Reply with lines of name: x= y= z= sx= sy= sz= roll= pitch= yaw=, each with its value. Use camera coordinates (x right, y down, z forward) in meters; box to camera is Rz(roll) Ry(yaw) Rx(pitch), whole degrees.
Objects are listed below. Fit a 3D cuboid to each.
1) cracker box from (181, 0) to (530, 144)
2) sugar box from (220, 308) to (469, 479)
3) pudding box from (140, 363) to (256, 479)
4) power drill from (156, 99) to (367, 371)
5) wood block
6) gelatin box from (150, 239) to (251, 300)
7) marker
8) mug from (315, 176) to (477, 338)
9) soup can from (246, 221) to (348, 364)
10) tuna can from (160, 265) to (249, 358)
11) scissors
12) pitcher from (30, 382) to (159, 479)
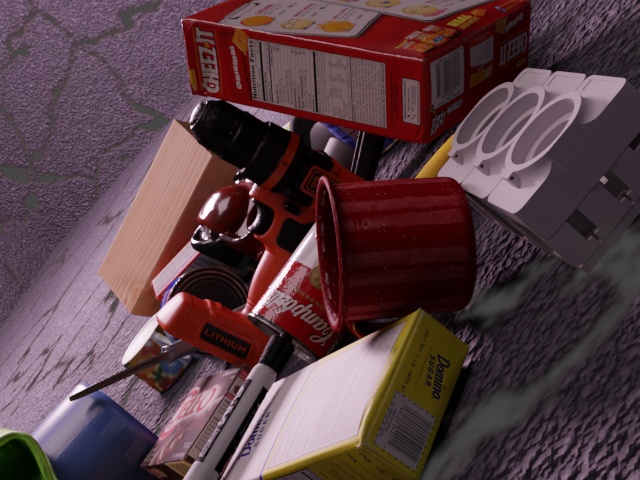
cracker box: x=0.029 y=-0.146 z=0.817 sx=0.214 sy=0.072 sz=0.163 roll=16 pitch=33 yaw=32
sugar box: x=0.009 y=0.112 z=0.641 sx=0.177 sy=0.048 sz=0.093 roll=-37 pitch=19 yaw=53
pudding box: x=-0.091 y=0.150 z=0.852 sx=0.090 sy=0.039 sz=0.114 roll=-58 pitch=16 yaw=-26
power drill: x=-0.056 y=0.001 z=0.860 sx=0.188 sy=0.184 sz=0.057 roll=-60 pitch=16 yaw=3
wood block: x=-0.157 y=-0.021 z=1.214 sx=0.091 sy=0.090 sz=0.206 roll=42 pitch=111 yaw=39
gelatin box: x=-0.127 y=0.036 z=1.156 sx=0.089 sy=0.073 sz=0.030 roll=-46 pitch=44 yaw=21
marker: x=-0.051 y=0.111 z=0.701 sx=0.121 sy=0.020 sz=0.020 roll=-58 pitch=16 yaw=-26
mug: x=0.044 y=0.014 z=0.642 sx=0.093 sy=0.081 sz=0.117 roll=-105 pitch=12 yaw=-53
soup can: x=0.002 y=0.035 z=0.795 sx=0.102 sy=0.068 sz=0.069 roll=-54 pitch=15 yaw=-12
tuna can: x=-0.107 y=0.068 z=1.004 sx=0.086 sy=0.086 sz=0.034 roll=-56 pitch=14 yaw=-19
scissors: x=-0.119 y=0.097 z=0.933 sx=0.201 sy=0.016 sz=0.096 roll=-27 pitch=-12 yaw=-8
pitcher: x=-0.240 y=0.247 z=0.916 sx=0.242 sy=0.145 sz=0.149 roll=-51 pitch=40 yaw=-13
